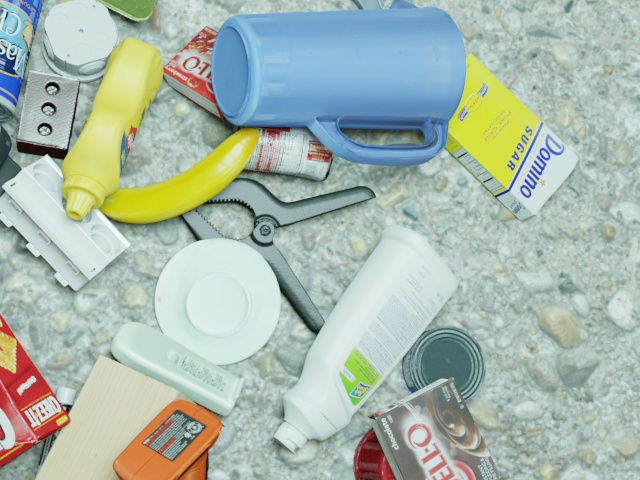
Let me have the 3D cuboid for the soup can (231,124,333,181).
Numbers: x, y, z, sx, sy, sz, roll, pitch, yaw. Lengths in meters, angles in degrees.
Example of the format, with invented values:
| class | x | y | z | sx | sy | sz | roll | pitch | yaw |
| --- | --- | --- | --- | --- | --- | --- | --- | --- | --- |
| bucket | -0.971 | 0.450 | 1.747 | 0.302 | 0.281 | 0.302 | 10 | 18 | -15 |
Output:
| class | x | y | z | sx | sy | sz | roll | pitch | yaw |
| --- | --- | --- | --- | --- | --- | --- | --- | --- | --- |
| soup can | -0.041 | -0.102 | 1.133 | 0.102 | 0.069 | 0.068 | 8 | 79 | -12 |

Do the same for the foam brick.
| class | x | y | z | sx | sy | sz | roll | pitch | yaw |
| --- | --- | --- | --- | --- | --- | --- | --- | --- | --- |
| foam brick | -0.278 | -0.128 | 1.091 | 0.053 | 0.051 | 0.078 | 9 | 78 | -12 |

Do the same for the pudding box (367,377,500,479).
| class | x | y | z | sx | sy | sz | roll | pitch | yaw |
| --- | --- | --- | --- | --- | --- | --- | --- | --- | --- |
| pudding box | 0.111 | 0.203 | 1.045 | 0.090 | 0.039 | 0.113 | -25 | 87 | -16 |

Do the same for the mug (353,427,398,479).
| class | x | y | z | sx | sy | sz | roll | pitch | yaw |
| --- | --- | --- | --- | --- | --- | --- | --- | --- | --- |
| mug | 0.078 | 0.237 | 1.096 | 0.117 | 0.082 | 0.093 | -26 | 87 | -16 |

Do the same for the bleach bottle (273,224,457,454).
| class | x | y | z | sx | sy | sz | roll | pitch | yaw |
| --- | --- | --- | --- | --- | --- | --- | --- | --- | --- |
| bleach bottle | 0.035 | 0.109 | 1.108 | 0.250 | 0.068 | 0.102 | -50 | 123 | -14 |

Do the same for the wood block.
| class | x | y | z | sx | sy | sz | roll | pitch | yaw |
| --- | --- | --- | --- | --- | --- | --- | --- | --- | --- |
| wood block | -0.208 | 0.226 | 1.016 | 0.091 | 0.090 | 0.206 | 22 | 76 | 13 |

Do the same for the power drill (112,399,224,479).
| class | x | y | z | sx | sy | sz | roll | pitch | yaw |
| --- | --- | --- | --- | --- | --- | --- | --- | --- | --- |
| power drill | -0.147 | 0.251 | 0.973 | 0.057 | 0.188 | 0.184 | 24 | 44 | 19 |

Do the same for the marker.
| class | x | y | z | sx | sy | sz | roll | pitch | yaw |
| --- | --- | --- | --- | --- | --- | --- | --- | --- | --- |
| marker | -0.265 | 0.205 | 1.054 | 0.020 | 0.020 | 0.121 | 14 | 77 | -11 |

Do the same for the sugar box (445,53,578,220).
| class | x | y | z | sx | sy | sz | roll | pitch | yaw |
| --- | --- | --- | --- | --- | --- | --- | --- | --- | --- |
| sugar box | 0.199 | -0.116 | 1.202 | 0.176 | 0.048 | 0.093 | 42 | 74 | -2 |

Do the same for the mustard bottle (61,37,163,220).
| class | x | y | z | sx | sy | sz | roll | pitch | yaw |
| --- | --- | --- | --- | --- | --- | --- | --- | --- | --- |
| mustard bottle | -0.210 | -0.102 | 1.052 | 0.058 | 0.096 | 0.191 | 21 | 58 | -8 |

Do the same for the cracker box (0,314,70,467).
| class | x | y | z | sx | sy | sz | roll | pitch | yaw |
| --- | --- | --- | --- | --- | --- | --- | --- | --- | --- |
| cracker box | -0.359 | 0.125 | 0.981 | 0.164 | 0.072 | 0.214 | -33 | 89 | 18 |

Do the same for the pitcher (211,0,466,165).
| class | x | y | z | sx | sy | sz | roll | pitch | yaw |
| --- | --- | --- | --- | --- | --- | --- | --- | --- | --- |
| pitcher | 0.020 | -0.163 | 1.084 | 0.242 | 0.149 | 0.145 | -6 | 120 | -29 |

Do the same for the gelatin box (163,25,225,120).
| class | x | y | z | sx | sy | sz | roll | pitch | yaw |
| --- | --- | --- | --- | --- | --- | --- | --- | --- | --- |
| gelatin box | -0.112 | -0.179 | 1.129 | 0.089 | 0.030 | 0.073 | 34 | 73 | 27 |

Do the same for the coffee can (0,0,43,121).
| class | x | y | z | sx | sy | sz | roll | pitch | yaw |
| --- | --- | --- | --- | --- | --- | --- | --- | --- | --- |
| coffee can | -0.339 | -0.202 | 1.063 | 0.102 | 0.103 | 0.140 | 13 | 78 | -11 |

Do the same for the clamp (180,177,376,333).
| class | x | y | z | sx | sy | sz | roll | pitch | yaw |
| --- | --- | --- | --- | --- | --- | --- | --- | --- | --- |
| clamp | -0.057 | 0.001 | 1.128 | 0.210 | 0.036 | 0.164 | 13 | 84 | -7 |

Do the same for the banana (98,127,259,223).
| class | x | y | z | sx | sy | sz | roll | pitch | yaw |
| --- | --- | --- | --- | --- | --- | --- | --- | --- | --- |
| banana | -0.150 | -0.059 | 1.083 | 0.198 | 0.037 | 0.069 | -15 | 89 | 8 |

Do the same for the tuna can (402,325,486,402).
| class | x | y | z | sx | sy | sz | roll | pitch | yaw |
| --- | --- | --- | --- | --- | --- | --- | --- | --- | --- |
| tuna can | 0.132 | 0.136 | 1.150 | 0.086 | 0.034 | 0.086 | 2 | 80 | -13 |
